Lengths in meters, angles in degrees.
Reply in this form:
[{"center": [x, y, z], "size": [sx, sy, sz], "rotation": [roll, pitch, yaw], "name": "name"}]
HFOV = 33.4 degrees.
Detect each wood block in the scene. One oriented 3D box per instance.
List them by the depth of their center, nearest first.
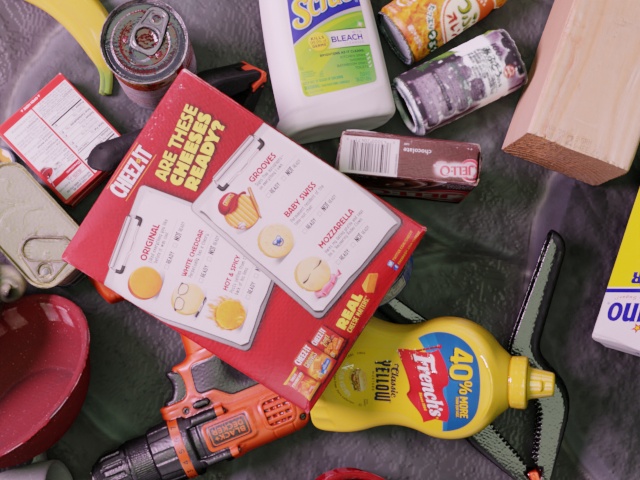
[{"center": [0.235, -0.161, 0.887], "size": [0.090, 0.091, 0.206], "rotation": [21, 84, -1], "name": "wood block"}]

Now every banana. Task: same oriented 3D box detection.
[{"center": [-0.243, -0.204, 0.899], "size": [0.198, 0.037, 0.069], "rotation": [34, 84, 1], "name": "banana"}]

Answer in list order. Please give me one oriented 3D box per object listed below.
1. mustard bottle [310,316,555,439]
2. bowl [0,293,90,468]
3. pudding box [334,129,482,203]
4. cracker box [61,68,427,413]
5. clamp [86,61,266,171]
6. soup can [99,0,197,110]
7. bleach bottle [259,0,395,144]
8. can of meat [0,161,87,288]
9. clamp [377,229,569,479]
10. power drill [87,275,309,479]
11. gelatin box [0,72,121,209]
[{"center": [0.088, 0.108, 0.847], "size": [0.192, 0.058, 0.096], "rotation": [2, 96, 15], "name": "mustard bottle"}, {"center": [-0.239, 0.120, 0.836], "size": [0.162, 0.055, 0.162], "rotation": [-16, 43, 15], "name": "bowl"}, {"center": [0.068, -0.058, 0.872], "size": [0.113, 0.090, 0.039], "rotation": [7, 82, -1], "name": "pudding box"}, {"center": [-0.055, 0.001, 0.796], "size": [0.213, 0.072, 0.164], "rotation": [33, 88, -5], "name": "cracker box"}, {"center": [-0.108, -0.076, 0.877], "size": [0.171, 0.120, 0.039], "rotation": [-40, 60, -22], "name": "clamp"}, {"center": [-0.137, -0.148, 0.865], "size": [0.068, 0.102, 0.068], "rotation": [0, 85, -2], "name": "soup can"}, {"center": [-0.014, -0.212, 0.895], "size": [0.102, 0.068, 0.251], "rotation": [-12, 84, -15], "name": "bleach bottle"}, {"center": [-0.227, -0.008, 0.858], "size": [0.057, 0.084, 0.102], "rotation": [-43, 88, -6], "name": "can of meat"}, {"center": [0.157, 0.102, 0.884], "size": [0.164, 0.036, 0.210], "rotation": [-25, 87, 5], "name": "clamp"}, {"center": [-0.122, 0.099, 0.868], "size": [0.184, 0.057, 0.187], "rotation": [-21, 88, -6], "name": "power drill"}, {"center": [-0.213, -0.083, 0.893], "size": [0.073, 0.030, 0.089], "rotation": [-44, 88, -7], "name": "gelatin box"}]
